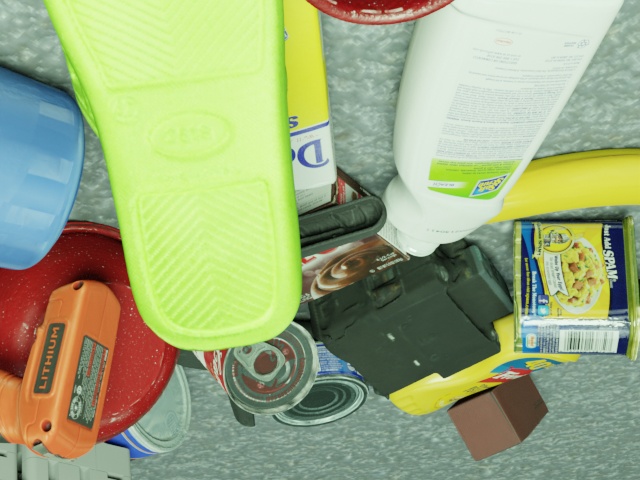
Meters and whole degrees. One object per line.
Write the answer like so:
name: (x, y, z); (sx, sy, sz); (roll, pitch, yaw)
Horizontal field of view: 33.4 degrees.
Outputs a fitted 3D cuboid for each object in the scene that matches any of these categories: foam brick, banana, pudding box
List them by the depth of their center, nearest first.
banana: (0.184, -0.033, 0.725); (0.197, 0.037, 0.070); (-2, 145, -4)
pudding box: (-0.008, 0.000, 0.749); (0.114, 0.039, 0.090); (-26, 140, 29)
foam brick: (0.158, 0.152, 0.947); (0.051, 0.053, 0.078); (-31, 176, 33)

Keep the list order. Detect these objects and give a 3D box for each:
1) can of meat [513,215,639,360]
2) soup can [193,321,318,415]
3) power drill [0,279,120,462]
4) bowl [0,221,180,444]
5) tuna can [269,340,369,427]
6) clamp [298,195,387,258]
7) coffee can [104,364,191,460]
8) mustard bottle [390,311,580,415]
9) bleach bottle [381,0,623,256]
can of meat: (0.179, 0.033, 0.757); (0.084, 0.102, 0.057); (0, 146, 10)
soup can: (-0.051, 0.074, 0.757); (0.068, 0.102, 0.068); (-5, 105, -21)
power drill: (-0.221, 0.059, 0.658); (0.188, 0.184, 0.057); (1, 163, 17)
bowl: (-0.159, 0.069, 0.725); (0.161, 0.162, 0.055); (19, 176, -31)
tuna can: (-0.004, 0.118, 0.866); (0.086, 0.034, 0.086); (-9, 145, -6)
clamp: (-0.054, 0.001, 0.680); (0.120, 0.039, 0.172); (26, 137, -33)
coffee can: (-0.192, 0.139, 0.873); (0.140, 0.103, 0.102); (-20, 143, 21)
mustard bottle: (0.151, 0.088, 0.876); (0.192, 0.058, 0.096); (-24, 160, 24)
bleach bottle: (0.083, -0.071, 0.630); (0.102, 0.068, 0.251); (3, 145, -12)
